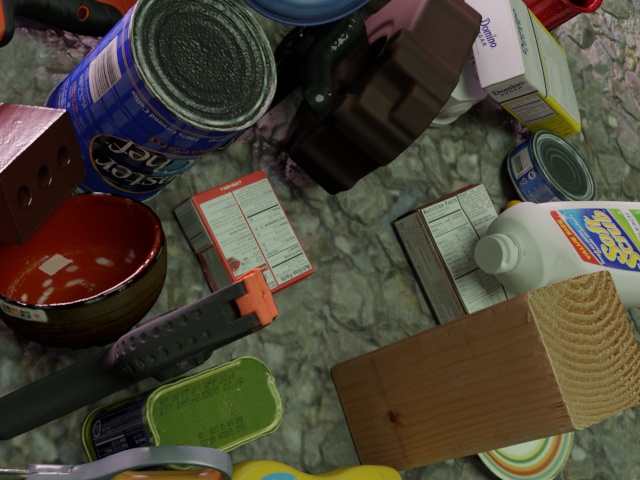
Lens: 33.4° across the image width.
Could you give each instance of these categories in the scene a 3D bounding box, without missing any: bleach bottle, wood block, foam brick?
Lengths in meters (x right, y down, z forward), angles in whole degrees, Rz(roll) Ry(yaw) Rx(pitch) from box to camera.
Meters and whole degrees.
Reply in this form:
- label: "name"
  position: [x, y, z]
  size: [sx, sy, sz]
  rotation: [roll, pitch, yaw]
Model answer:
- label: "bleach bottle"
  position: [0.220, 0.016, 0.903]
  size: [0.250, 0.068, 0.102]
  rotation: [-1, 63, -45]
- label: "wood block"
  position: [0.112, 0.098, 0.746]
  size: [0.090, 0.207, 0.091]
  rotation: [-11, 80, -40]
- label: "foam brick"
  position: [-0.190, -0.042, 0.655]
  size: [0.078, 0.051, 0.053]
  rotation: [-59, 151, -45]

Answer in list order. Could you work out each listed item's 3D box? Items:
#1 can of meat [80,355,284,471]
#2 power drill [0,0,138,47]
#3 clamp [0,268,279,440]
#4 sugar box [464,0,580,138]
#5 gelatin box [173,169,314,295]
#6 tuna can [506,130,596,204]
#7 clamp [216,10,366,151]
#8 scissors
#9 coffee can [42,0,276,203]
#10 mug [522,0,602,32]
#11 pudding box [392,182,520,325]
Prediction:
- label: "can of meat"
  position: [-0.085, 0.114, 0.671]
  size: [0.101, 0.084, 0.057]
  rotation: [-17, 83, -40]
- label: "power drill"
  position: [-0.191, -0.202, 0.736]
  size: [0.187, 0.057, 0.184]
  rotation: [-1, 73, -36]
- label: "clamp"
  position: [-0.082, 0.059, 0.624]
  size: [0.164, 0.210, 0.036]
  rotation: [-19, 83, -47]
- label: "sugar box"
  position: [0.185, -0.157, 0.969]
  size: [0.176, 0.048, 0.093]
  rotation: [20, 57, -57]
- label: "gelatin box"
  position: [-0.055, 0.001, 0.775]
  size: [0.073, 0.030, 0.089]
  rotation: [-26, 89, -42]
- label: "tuna can"
  position: [0.215, -0.059, 0.988]
  size: [0.086, 0.034, 0.086]
  rotation: [25, 44, -28]
- label: "clamp"
  position: [-0.007, -0.132, 0.795]
  size: [0.171, 0.120, 0.039]
  rotation: [-55, 128, -30]
- label: "scissors"
  position: [-0.146, 0.145, 0.614]
  size: [0.096, 0.202, 0.016]
  rotation: [74, 12, -52]
- label: "coffee can"
  position: [-0.109, -0.092, 0.697]
  size: [0.102, 0.141, 0.103]
  rotation: [15, 64, -32]
- label: "mug"
  position: [0.224, -0.250, 1.053]
  size: [0.117, 0.082, 0.093]
  rotation: [-23, 87, -40]
- label: "pudding box"
  position: [0.121, 0.016, 0.898]
  size: [0.089, 0.039, 0.113]
  rotation: [-22, 84, -40]
